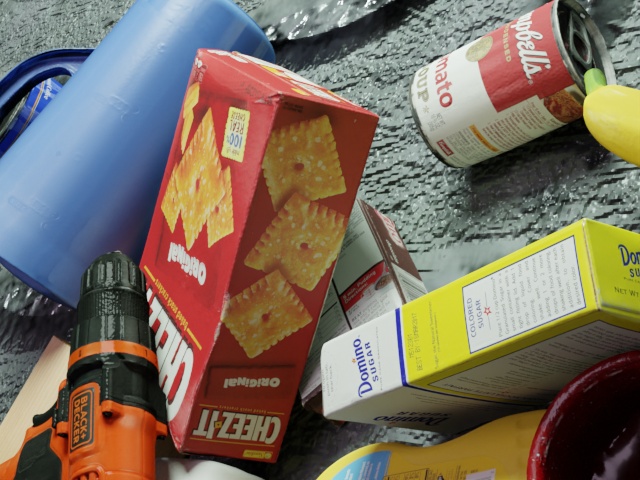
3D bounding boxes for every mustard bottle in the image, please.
[{"bbox_3d":[0.042,0.146,0.528,0.192,0.058,0.096,-19,51,37],"label":"mustard bottle"}]

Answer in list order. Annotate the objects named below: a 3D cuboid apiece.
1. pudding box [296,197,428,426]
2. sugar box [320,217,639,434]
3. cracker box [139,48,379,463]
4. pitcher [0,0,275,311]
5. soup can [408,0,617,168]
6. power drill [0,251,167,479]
[{"bbox_3d":[0.017,0.041,0.649,0.090,0.039,0.113,-43,36,19],"label":"pudding box"},{"bbox_3d":[0.087,0.047,0.494,0.177,0.093,0.048,-27,57,47],"label":"sugar box"},{"bbox_3d":[-0.054,0.001,0.654,0.164,0.072,0.214,41,116,61],"label":"cracker box"},{"bbox_3d":[-0.150,-0.075,0.771,0.242,0.149,0.145,-55,36,-9],"label":"pitcher"},{"bbox_3d":[0.111,-0.090,0.624,0.102,0.068,0.068,-23,48,35],"label":"soup can"},{"bbox_3d":[-0.172,0.113,0.632,0.188,0.057,0.184,-28,48,26],"label":"power drill"}]
